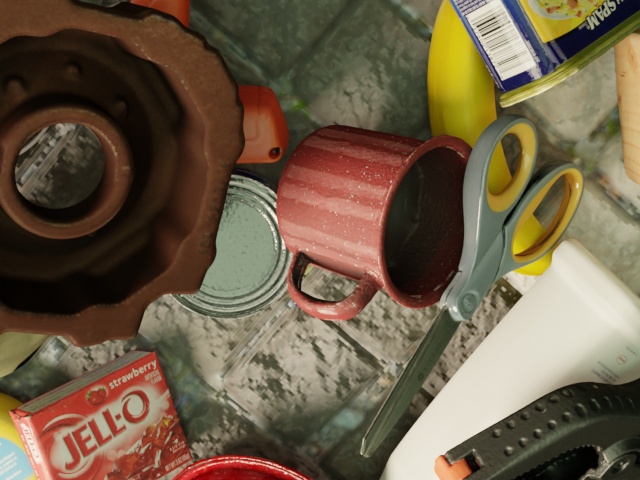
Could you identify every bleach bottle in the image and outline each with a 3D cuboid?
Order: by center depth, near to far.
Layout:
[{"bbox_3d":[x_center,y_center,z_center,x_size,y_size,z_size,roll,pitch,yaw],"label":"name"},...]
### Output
[{"bbox_3d":[0.091,0.119,0.622,0.251,0.068,0.102,-47,137,10],"label":"bleach bottle"}]

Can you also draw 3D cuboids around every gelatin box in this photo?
[{"bbox_3d":[-0.127,0.115,0.626,0.089,0.030,0.073,-26,104,-35],"label":"gelatin box"}]

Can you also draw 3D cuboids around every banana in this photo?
[{"bbox_3d":[0.097,-0.056,0.613,0.069,0.037,0.198,-29,106,-24],"label":"banana"}]

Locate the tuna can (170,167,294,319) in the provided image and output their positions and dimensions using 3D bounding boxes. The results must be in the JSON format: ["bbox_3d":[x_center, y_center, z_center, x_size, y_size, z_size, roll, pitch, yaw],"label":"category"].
[{"bbox_3d":[-0.054,0.001,0.623,0.086,0.034,0.086,0,102,0],"label":"tuna can"}]

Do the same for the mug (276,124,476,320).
[{"bbox_3d":[0.024,-0.008,0.577,0.117,0.082,0.093,-58,138,-17],"label":"mug"}]

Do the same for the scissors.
[{"bbox_3d":[0.071,0.013,0.560,0.201,0.016,0.096,-43,124,-23],"label":"scissors"}]

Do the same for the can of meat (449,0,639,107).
[{"bbox_3d":[0.120,-0.133,0.568,0.102,0.058,0.084,-35,99,-26],"label":"can of meat"}]

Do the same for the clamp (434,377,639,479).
[{"bbox_3d":[0.155,0.114,0.584,0.209,0.036,0.165,-14,138,-21],"label":"clamp"}]
